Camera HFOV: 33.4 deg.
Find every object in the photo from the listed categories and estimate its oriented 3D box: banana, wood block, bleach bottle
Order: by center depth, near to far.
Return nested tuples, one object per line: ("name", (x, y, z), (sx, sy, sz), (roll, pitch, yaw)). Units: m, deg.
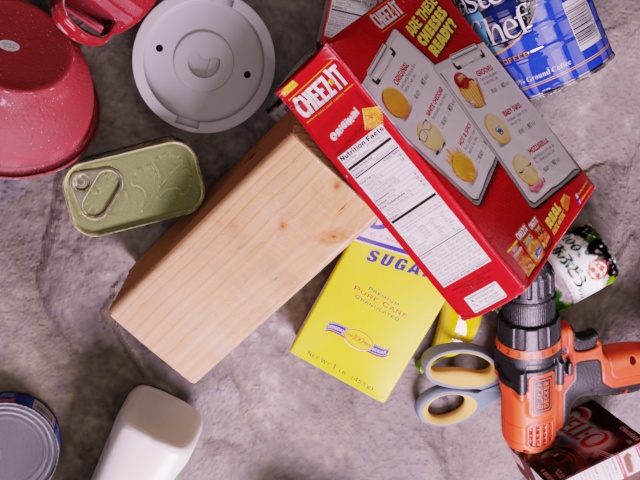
("wood block", (-0.056, 0.001, 0.818), (0.090, 0.090, 0.206), (42, 112, -14))
("bleach bottle", (-0.183, 0.250, 0.884), (0.068, 0.102, 0.251), (27, 102, -4))
("banana", (0.101, 0.017, 0.904), (0.069, 0.037, 0.198), (-12, 102, -6))

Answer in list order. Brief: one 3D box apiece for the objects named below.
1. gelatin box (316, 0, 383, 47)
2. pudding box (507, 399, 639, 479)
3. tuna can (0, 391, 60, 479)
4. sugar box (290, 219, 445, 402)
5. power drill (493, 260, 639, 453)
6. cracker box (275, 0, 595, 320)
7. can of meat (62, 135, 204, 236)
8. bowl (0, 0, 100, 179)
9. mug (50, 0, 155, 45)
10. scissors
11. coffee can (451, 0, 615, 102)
("gelatin box", (0.042, -0.193, 0.860), (0.073, 0.030, 0.089), (11, 98, -9))
("pudding box", (0.222, 0.185, 0.914), (0.090, 0.113, 0.039), (-26, 104, -4))
("tuna can", (-0.258, 0.169, 0.881), (0.086, 0.034, 0.086), (-2, 101, -8))
("sugar box", (0.056, 0.035, 0.874), (0.093, 0.048, 0.176), (28, 108, 0))
("power drill", (0.232, 0.077, 0.883), (0.187, 0.057, 0.184), (-12, 119, -12))
("cracker box", (0.090, -0.071, 0.778), (0.213, 0.164, 0.072), (50, 132, -4))
("can of meat", (-0.145, -0.046, 0.832), (0.102, 0.084, 0.057), (-15, 102, -6))
("bowl", (-0.229, -0.124, 0.768), (0.162, 0.162, 0.055), (26, 138, -12))
("mug", (-0.168, -0.195, 0.781), (0.093, 0.117, 0.081), (-19, 147, 32))
("scissors", (0.168, 0.138, 0.944), (0.201, 0.016, 0.096), (17, 118, -24))
("coffee can", (0.158, -0.190, 0.840), (0.103, 0.103, 0.140), (-27, 103, -3))
